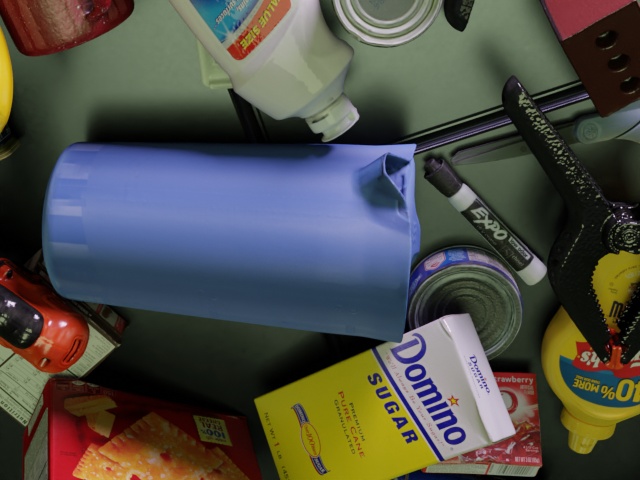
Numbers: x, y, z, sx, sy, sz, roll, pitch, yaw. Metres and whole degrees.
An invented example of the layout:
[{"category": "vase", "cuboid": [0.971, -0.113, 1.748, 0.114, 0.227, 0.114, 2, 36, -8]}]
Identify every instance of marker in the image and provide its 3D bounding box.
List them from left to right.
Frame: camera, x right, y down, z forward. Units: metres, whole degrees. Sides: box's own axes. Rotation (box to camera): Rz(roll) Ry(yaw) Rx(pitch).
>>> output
[{"category": "marker", "cuboid": [0.117, -0.014, 0.765, 0.020, 0.020, 0.121, -41, 107, 17]}]

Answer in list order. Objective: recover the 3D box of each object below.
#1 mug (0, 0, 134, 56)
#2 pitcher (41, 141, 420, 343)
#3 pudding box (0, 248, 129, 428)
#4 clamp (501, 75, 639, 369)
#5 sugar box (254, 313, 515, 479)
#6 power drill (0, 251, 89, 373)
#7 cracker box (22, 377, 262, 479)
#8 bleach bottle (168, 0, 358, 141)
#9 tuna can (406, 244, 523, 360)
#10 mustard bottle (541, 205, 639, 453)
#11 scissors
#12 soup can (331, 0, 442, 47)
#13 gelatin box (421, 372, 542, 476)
[{"category": "mug", "cuboid": [-0.161, -0.166, 0.660, 0.093, 0.117, 0.081, -35, 120, -27]}, {"category": "pitcher", "cuboid": [-0.055, 0.001, 0.727, 0.243, 0.145, 0.149, 4, 101, 4]}, {"category": "pudding box", "cuboid": [-0.215, 0.075, 0.802, 0.114, 0.039, 0.090, -40, 108, 19]}, {"category": "clamp", "cuboid": [0.188, -0.014, 0.694, 0.164, 0.036, 0.210, 7, 115, 3]}, {"category": "sugar box", "cuboid": [0.042, 0.126, 0.768, 0.176, 0.048, 0.093, -28, 75, 32]}, {"category": "power drill", "cuboid": [-0.257, 0.015, 0.679, 0.185, 0.187, 0.057, 29, 89, 24]}, {"category": "cracker box", "cuboid": [-0.117, 0.194, 0.738, 0.164, 0.214, 0.072, 16, 113, -22]}, {"category": "bleach bottle", "cuboid": [-0.049, -0.173, 0.647, 0.103, 0.068, 0.250, -32, 107, 13]}, {"category": "tuna can", "cuboid": [0.105, 0.048, 0.784, 0.086, 0.033, 0.086, 1, 113, 1]}, {"category": "mustard bottle", "cuboid": [0.214, 0.072, 0.779, 0.096, 0.058, 0.192, 10, 114, -1]}, {"category": "scissors", "cuboid": [0.193, -0.095, 0.731, 0.201, 0.016, 0.096, 2, 112, 1]}, {"category": "soup can", "cuboid": [0.039, -0.162, 0.658, 0.068, 0.102, 0.068, 1, 114, 1]}, {"category": "gelatin box", "cuboid": [0.118, 0.136, 0.800, 0.089, 0.073, 0.030, 2, 151, 0]}]
